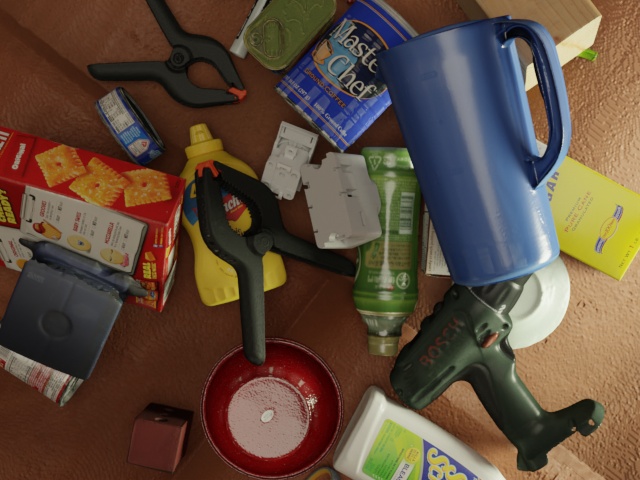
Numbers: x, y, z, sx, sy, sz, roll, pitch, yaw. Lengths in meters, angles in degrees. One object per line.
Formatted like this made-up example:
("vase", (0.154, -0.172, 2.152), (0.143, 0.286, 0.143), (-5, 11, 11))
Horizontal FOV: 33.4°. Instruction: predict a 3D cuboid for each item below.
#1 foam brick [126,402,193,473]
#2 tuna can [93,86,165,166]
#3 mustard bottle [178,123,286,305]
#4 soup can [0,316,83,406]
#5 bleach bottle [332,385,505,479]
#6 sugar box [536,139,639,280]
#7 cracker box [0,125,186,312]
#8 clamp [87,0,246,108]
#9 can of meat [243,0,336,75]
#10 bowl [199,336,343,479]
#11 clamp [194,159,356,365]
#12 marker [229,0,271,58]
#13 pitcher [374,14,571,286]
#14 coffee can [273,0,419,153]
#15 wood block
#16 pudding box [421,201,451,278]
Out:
("foam brick", (-0.173, 0.212, 1.156), (0.053, 0.078, 0.051), (12, 94, 2))
("tuna can", (-0.202, -0.121, 1.138), (0.034, 0.086, 0.086), (-34, 91, 1))
("mustard bottle", (-0.106, -0.032, 1.152), (0.096, 0.058, 0.191), (-16, 91, -7))
("soup can", (-0.305, 0.125, 1.162), (0.102, 0.068, 0.068), (32, 93, 1))
("bleach bottle", (0.144, 0.258, 1.154), (0.251, 0.068, 0.102), (27, 94, -1))
("sugar box", (0.261, -0.039, 1.139), (0.176, 0.048, 0.093), (27, 100, -3))
("cracker box", (-0.252, -0.022, 1.108), (0.213, 0.164, 0.072), (17, 53, 2))
("clamp", (-0.163, -0.189, 1.157), (0.171, 0.039, 0.120), (38, 95, 0))
("can of meat", (-0.030, -0.225, 1.128), (0.057, 0.084, 0.102), (42, 93, 0))
("bowl", (-0.055, 0.188, 1.161), (0.162, 0.055, 0.162), (0, 92, 2))
("clamp", (-0.057, 0.001, 1.114), (0.164, 0.036, 0.210), (-35, 104, -32))
("marker", (-0.063, -0.255, 1.160), (0.020, 0.020, 0.121), (28, 93, 1))
("pitcher", (0.154, -0.086, 1.011), (0.145, 0.149, 0.243), (-17, 95, -5))
("coffee can", (0.035, -0.175, 1.118), (0.103, 0.103, 0.140), (44, 93, 0))
("wood block", (0.186, -0.270, 1.093), (0.090, 0.090, 0.206), (-35, 78, 2))
("pudding box", (0.129, -0.018, 1.128), (0.039, 0.090, 0.113), (2, 92, 2))
